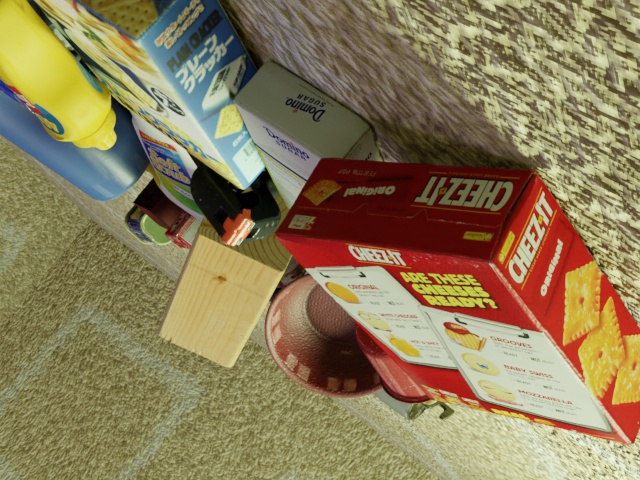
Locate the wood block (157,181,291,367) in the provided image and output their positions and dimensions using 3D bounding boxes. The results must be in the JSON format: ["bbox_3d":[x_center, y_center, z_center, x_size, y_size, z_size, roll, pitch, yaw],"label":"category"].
[{"bbox_3d":[-0.091,0.033,1.075,0.091,0.090,0.206,25,143,-4],"label":"wood block"}]

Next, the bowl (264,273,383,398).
[{"bbox_3d":[0.023,0.089,1.147,0.162,0.162,0.055,41,-153,-14],"label":"bowl"}]

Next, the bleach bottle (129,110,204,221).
[{"bbox_3d":[-0.139,-0.100,1.033,0.103,0.068,0.251,35,167,21],"label":"bleach bottle"}]

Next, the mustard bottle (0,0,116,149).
[{"bbox_3d":[-0.206,-0.125,0.781,0.096,0.058,0.191,38,172,36],"label":"mustard bottle"}]

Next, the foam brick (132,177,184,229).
[{"bbox_3d":[-0.185,-0.057,1.346,0.051,0.078,0.053,46,166,-33],"label":"foam brick"}]

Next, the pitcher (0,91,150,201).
[{"bbox_3d":[-0.318,-0.155,1.251,0.242,0.145,0.149,42,-158,-36],"label":"pitcher"}]

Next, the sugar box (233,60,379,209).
[{"bbox_3d":[0.001,-0.053,0.780,0.093,0.048,0.176,35,166,20],"label":"sugar box"}]

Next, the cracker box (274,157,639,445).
[{"bbox_3d":[0.099,0.038,0.674,0.164,0.072,0.213,7,149,43],"label":"cracker box"}]

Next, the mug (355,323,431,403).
[{"bbox_3d":[0.095,0.097,1.026,0.117,0.093,0.081,-4,142,28],"label":"mug"}]

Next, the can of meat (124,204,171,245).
[{"bbox_3d":[-0.208,-0.042,1.431,0.057,0.102,0.084,43,168,-19],"label":"can of meat"}]

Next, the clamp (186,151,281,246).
[{"bbox_3d":[-0.062,-0.043,0.882,0.120,0.039,0.171,19,-152,-24],"label":"clamp"}]

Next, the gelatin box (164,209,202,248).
[{"bbox_3d":[-0.143,-0.031,1.270,0.030,0.089,0.073,41,170,-16],"label":"gelatin box"}]
